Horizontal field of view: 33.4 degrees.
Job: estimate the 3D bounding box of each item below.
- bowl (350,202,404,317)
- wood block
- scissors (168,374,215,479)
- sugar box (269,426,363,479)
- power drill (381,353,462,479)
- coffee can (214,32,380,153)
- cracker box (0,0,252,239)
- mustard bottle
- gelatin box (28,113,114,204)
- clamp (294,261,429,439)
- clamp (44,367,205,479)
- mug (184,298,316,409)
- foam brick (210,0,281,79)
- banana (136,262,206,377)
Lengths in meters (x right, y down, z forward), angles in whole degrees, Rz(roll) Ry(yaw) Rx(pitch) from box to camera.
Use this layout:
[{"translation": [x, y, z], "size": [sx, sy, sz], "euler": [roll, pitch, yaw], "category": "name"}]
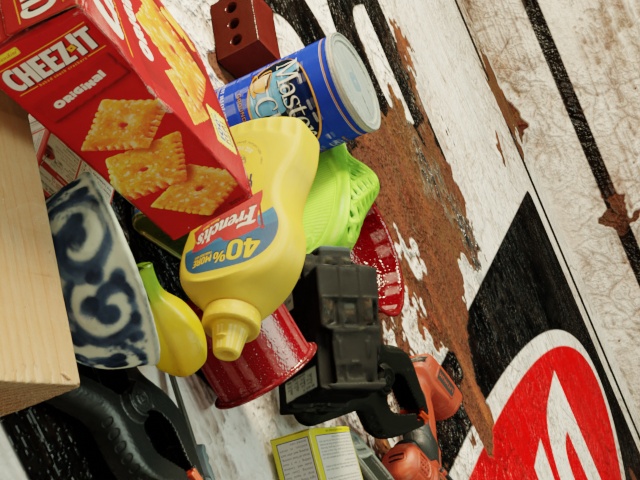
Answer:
[{"translation": [0.034, 0.016, 1.177], "size": [0.162, 0.055, 0.162], "euler": [51, 27, -39], "category": "bowl"}, {"translation": [-0.205, -0.011, 0.561], "size": [0.090, 0.090, 0.206], "euler": [20, 51, -62], "category": "wood block"}, {"translation": [-0.083, 0.175, 0.775], "size": [0.096, 0.016, 0.202], "euler": [80, -11, -50], "category": "scissors"}, {"translation": [0.013, 0.249, 0.910], "size": [0.093, 0.048, 0.176], "euler": [18, 57, -65], "category": "sugar box"}, {"translation": [0.128, 0.235, 1.191], "size": [0.184, 0.057, 0.187], "euler": [53, 25, -35], "category": "power drill"}, {"translation": [-0.026, -0.129, 1.051], "size": [0.102, 0.140, 0.103], "euler": [51, 27, -39], "category": "coffee can"}, {"translation": [-0.132, -0.120, 0.647], "size": [0.164, 0.072, 0.213], "euler": [66, 8, 31], "category": "cracker box"}, {"translation": [-0.055, 0.001, 0.778], "size": [0.058, 0.096, 0.191], "euler": [50, 36, -44], "category": "mustard bottle"}, {"translation": [-0.177, -0.047, 0.741], "size": [0.073, 0.030, 0.089], "euler": [49, 36, -41], "category": "gelatin box"}, {"translation": [0.046, 0.142, 1.038], "size": [0.209, 0.036, 0.164], "euler": [52, 49, -40], "category": "clamp"}, {"translation": [-0.132, 0.100, 0.706], "size": [0.171, 0.039, 0.120], "euler": [55, 29, -26], "category": "clamp"}, {"translation": [-0.065, 0.072, 0.847], "size": [0.081, 0.093, 0.117], "euler": [60, -7, -9], "category": "mug"}, {"translation": [-0.079, -0.217, 1.132], "size": [0.051, 0.053, 0.078], "euler": [38, 35, -54], "category": "foam brick"}, {"translation": [-0.099, 0.059, 0.718], "size": [0.198, 0.037, 0.069], "euler": [129, -51, -77], "category": "banana"}]
